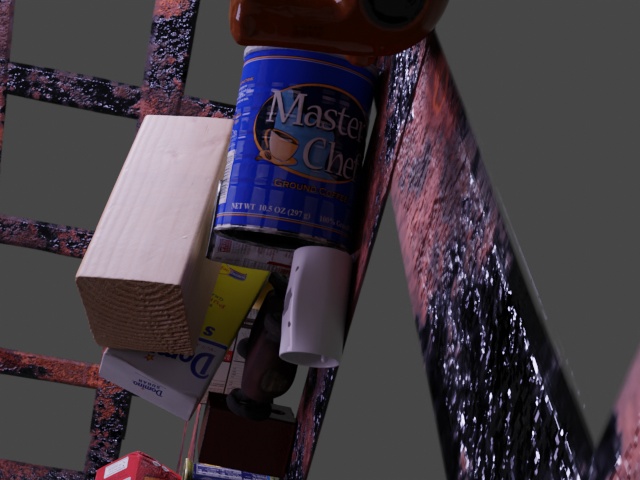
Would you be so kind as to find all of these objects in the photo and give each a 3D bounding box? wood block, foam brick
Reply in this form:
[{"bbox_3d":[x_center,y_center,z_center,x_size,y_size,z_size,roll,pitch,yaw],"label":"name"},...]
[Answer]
[{"bbox_3d":[-0.134,-0.010,0.939,0.091,0.090,0.206,85,-168,-46],"label":"wood block"},{"bbox_3d":[-0.064,0.167,0.921,0.053,0.078,0.051,-144,67,-81],"label":"foam brick"}]

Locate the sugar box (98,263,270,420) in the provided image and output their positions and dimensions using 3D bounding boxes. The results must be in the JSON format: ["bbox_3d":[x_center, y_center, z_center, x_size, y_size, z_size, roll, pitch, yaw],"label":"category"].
[{"bbox_3d":[-0.118,0.068,0.973,0.176,0.093,0.048,-63,-1,-42],"label":"sugar box"}]

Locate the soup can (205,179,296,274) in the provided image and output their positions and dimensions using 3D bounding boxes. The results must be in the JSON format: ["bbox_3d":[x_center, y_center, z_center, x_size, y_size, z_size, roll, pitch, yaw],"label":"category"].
[{"bbox_3d":[-0.039,-0.008,0.874,0.068,0.102,0.068,-170,91,-83],"label":"soup can"}]

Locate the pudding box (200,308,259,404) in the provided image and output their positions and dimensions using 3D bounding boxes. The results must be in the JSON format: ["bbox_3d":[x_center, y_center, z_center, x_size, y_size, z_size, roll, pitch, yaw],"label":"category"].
[{"bbox_3d":[-0.088,0.123,1.115,0.039,0.090,0.114,-95,17,-59],"label":"pudding box"}]

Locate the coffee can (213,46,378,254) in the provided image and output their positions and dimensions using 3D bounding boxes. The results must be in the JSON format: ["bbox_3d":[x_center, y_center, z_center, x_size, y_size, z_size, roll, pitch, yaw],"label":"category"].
[{"bbox_3d":[-0.018,-0.066,0.794,0.103,0.102,0.140,145,135,-80],"label":"coffee can"}]
